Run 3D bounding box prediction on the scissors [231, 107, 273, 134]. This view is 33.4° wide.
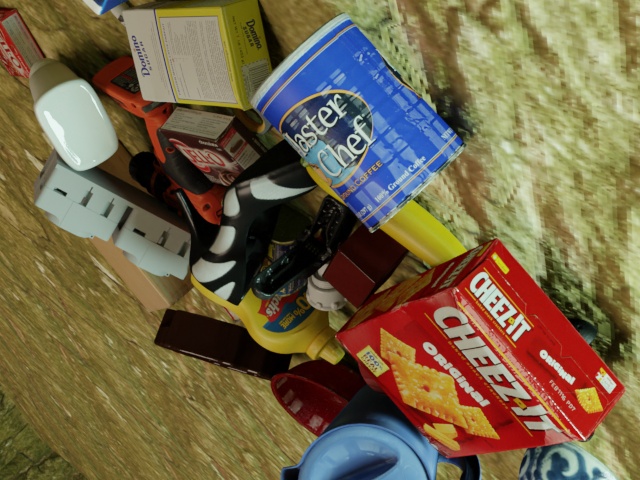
[{"bbox_3d":[-0.029,-0.114,0.996,0.202,0.016,0.096,33,154,29],"label":"scissors"}]

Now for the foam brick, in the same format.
[{"bbox_3d":[0.043,0.022,1.040,0.051,0.053,0.078,43,155,7],"label":"foam brick"}]

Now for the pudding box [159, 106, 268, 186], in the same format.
[{"bbox_3d":[-0.100,-0.092,1.089,0.114,0.039,0.090,13,156,49],"label":"pudding box"}]

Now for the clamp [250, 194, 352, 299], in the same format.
[{"bbox_3d":[-0.013,0.012,1.024,0.039,0.120,0.171,49,180,10],"label":"clamp"}]

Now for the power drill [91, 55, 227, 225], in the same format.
[{"bbox_3d":[-0.184,-0.113,1.198,0.185,0.057,0.187,26,150,42],"label":"power drill"}]

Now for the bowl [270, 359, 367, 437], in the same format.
[{"bbox_3d":[0.020,0.196,1.312,0.162,0.055,0.162,27,152,16],"label":"bowl"}]

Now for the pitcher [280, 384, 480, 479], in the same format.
[{"bbox_3d":[0.072,0.222,1.098,0.149,0.145,0.242,47,-166,2],"label":"pitcher"}]

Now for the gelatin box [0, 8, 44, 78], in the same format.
[{"bbox_3d":[-0.389,-0.249,1.348,0.073,0.030,0.089,16,142,48],"label":"gelatin box"}]

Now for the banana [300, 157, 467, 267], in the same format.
[{"bbox_3d":[0.057,-0.024,0.928,0.197,0.069,0.037,33,115,-17],"label":"banana"}]

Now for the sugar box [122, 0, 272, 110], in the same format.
[{"bbox_3d":[-0.114,-0.174,0.986,0.177,0.048,0.093,16,123,52],"label":"sugar box"}]

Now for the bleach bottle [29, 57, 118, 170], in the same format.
[{"bbox_3d":[-0.300,-0.165,1.232,0.102,0.068,0.251,65,170,-30],"label":"bleach bottle"}]

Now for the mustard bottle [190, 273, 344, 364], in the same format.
[{"bbox_3d":[-0.049,0.070,1.204,0.192,0.096,0.058,41,154,12],"label":"mustard bottle"}]

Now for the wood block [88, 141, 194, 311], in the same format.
[{"bbox_3d":[-0.242,-0.016,1.391,0.206,0.090,0.091,52,155,-11],"label":"wood block"}]

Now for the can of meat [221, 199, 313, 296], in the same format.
[{"bbox_3d":[-0.058,0.001,1.141,0.102,0.057,0.084,32,138,29],"label":"can of meat"}]

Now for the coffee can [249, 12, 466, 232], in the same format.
[{"bbox_3d":[0.029,-0.091,0.833,0.140,0.102,0.103,47,155,-1],"label":"coffee can"}]

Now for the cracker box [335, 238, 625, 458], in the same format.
[{"bbox_3d":[0.127,0.103,0.916,0.164,0.072,0.214,48,152,-6],"label":"cracker box"}]
